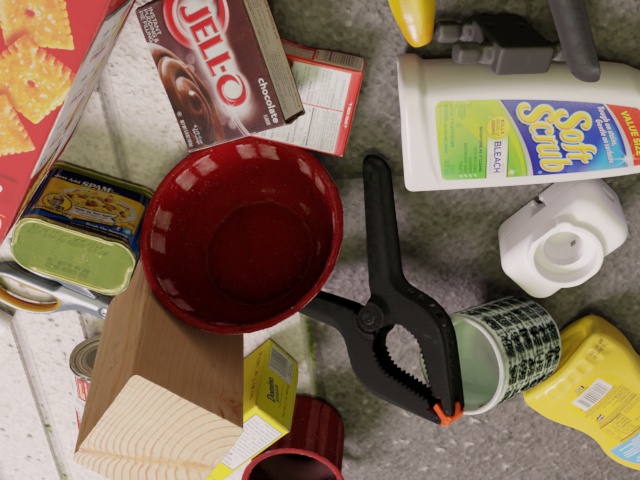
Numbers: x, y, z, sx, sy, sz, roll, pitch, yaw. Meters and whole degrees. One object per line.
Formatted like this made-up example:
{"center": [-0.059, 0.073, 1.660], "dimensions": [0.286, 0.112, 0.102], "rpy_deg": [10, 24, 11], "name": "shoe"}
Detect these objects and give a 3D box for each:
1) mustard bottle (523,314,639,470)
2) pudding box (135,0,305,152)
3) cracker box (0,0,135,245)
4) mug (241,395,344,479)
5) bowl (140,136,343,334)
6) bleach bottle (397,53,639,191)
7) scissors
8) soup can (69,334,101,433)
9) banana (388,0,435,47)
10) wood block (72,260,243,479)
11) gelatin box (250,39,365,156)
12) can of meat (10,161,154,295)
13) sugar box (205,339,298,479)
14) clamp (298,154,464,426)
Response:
{"center": [0.274, 0.148, 0.922], "dimensions": [0.191, 0.058, 0.096], "rpy_deg": [33, 115, -15], "name": "mustard bottle"}
{"center": [-0.071, -0.128, 0.762], "dimensions": [0.090, 0.039, 0.113], "rpy_deg": [-11, 108, 34], "name": "pudding box"}
{"center": [-0.190, -0.123, 0.731], "dimensions": [0.072, 0.164, 0.214], "rpy_deg": [28, 121, -11], "name": "cracker box"}
{"center": [-0.013, 0.203, 0.973], "dimensions": [0.093, 0.081, 0.117], "rpy_deg": [-35, 113, 24], "name": "mug"}
{"center": [-0.055, 0.001, 0.830], "dimensions": [0.162, 0.162, 0.055], "rpy_deg": [-9, 159, 11], "name": "bowl"}
{"center": [0.184, -0.093, 0.776], "dimensions": [0.251, 0.068, 0.102], "rpy_deg": [-4, 124, 5], "name": "bleach bottle"}
{"center": [-0.190, 0.042, 0.926], "dimensions": [0.201, 0.016, 0.096], "rpy_deg": [12, 123, -3], "name": "scissors"}
{"center": [-0.188, 0.143, 0.960], "dimensions": [0.068, 0.068, 0.102], "rpy_deg": [3, 123, 4], "name": "soup can"}
{"center": [0.067, -0.226, 0.702], "dimensions": [0.037, 0.070, 0.198], "rpy_deg": [-16, 137, -31], "name": "banana"}
{"center": [-0.120, 0.097, 0.832], "dimensions": [0.090, 0.206, 0.090], "rpy_deg": [31, 111, -18], "name": "wood block"}
{"center": [-0.017, -0.109, 0.802], "dimensions": [0.089, 0.030, 0.073], "rpy_deg": [13, 123, 1], "name": "gelatin box"}
{"center": [-0.187, -0.009, 0.852], "dimensions": [0.102, 0.084, 0.057], "rpy_deg": [17, 123, -6], "name": "can of meat"}
{"center": [-0.096, 0.173, 0.955], "dimensions": [0.176, 0.093, 0.048], "rpy_deg": [-38, 112, 25], "name": "sugar box"}
{"center": [0.037, 0.061, 0.850], "dimensions": [0.165, 0.036, 0.210], "rpy_deg": [-36, 77, 30], "name": "clamp"}
